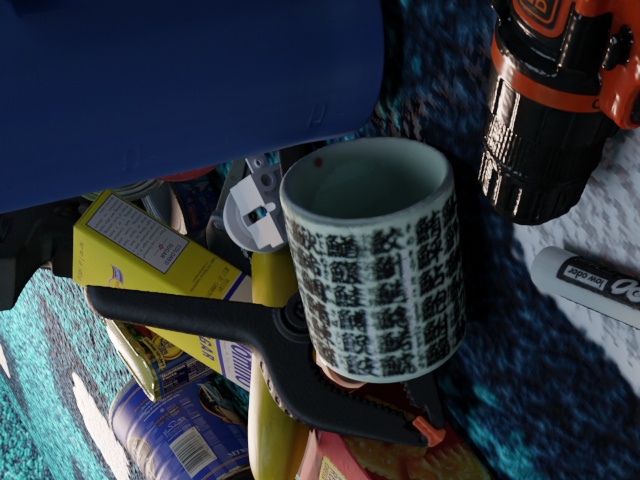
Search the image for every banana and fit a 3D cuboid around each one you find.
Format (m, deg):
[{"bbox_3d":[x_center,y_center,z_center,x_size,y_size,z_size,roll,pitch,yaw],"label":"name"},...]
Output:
[{"bbox_3d":[-0.028,0.068,0.649,0.070,0.037,0.198,-45,36,48],"label":"banana"}]

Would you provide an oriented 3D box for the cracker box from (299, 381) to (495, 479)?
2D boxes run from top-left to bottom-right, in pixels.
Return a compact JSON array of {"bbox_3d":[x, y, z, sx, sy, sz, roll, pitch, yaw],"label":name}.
[{"bbox_3d":[0.071,0.204,0.635,0.214,0.072,0.164,53,154,23],"label":"cracker box"}]

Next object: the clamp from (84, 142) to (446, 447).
[{"bbox_3d":[-0.005,0.029,0.590,0.210,0.164,0.036,36,179,9],"label":"clamp"}]

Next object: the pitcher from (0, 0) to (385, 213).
[{"bbox_3d":[-0.099,-0.090,0.475,0.145,0.242,0.149,21,125,58],"label":"pitcher"}]

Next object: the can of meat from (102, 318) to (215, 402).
[{"bbox_3d":[-0.127,0.078,0.905,0.102,0.083,0.057,46,151,37],"label":"can of meat"}]

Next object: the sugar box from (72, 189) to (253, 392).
[{"bbox_3d":[-0.091,0.043,0.752,0.176,0.048,0.093,33,151,6],"label":"sugar box"}]

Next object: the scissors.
[{"bbox_3d":[-0.055,0.001,0.749,0.096,0.016,0.202,37,139,-10],"label":"scissors"}]

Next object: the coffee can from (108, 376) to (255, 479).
[{"bbox_3d":[-0.115,0.190,0.972,0.140,0.102,0.103,46,151,35],"label":"coffee can"}]

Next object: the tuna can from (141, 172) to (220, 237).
[{"bbox_3d":[-0.109,-0.038,0.810,0.086,0.033,0.086,47,152,35],"label":"tuna can"}]
